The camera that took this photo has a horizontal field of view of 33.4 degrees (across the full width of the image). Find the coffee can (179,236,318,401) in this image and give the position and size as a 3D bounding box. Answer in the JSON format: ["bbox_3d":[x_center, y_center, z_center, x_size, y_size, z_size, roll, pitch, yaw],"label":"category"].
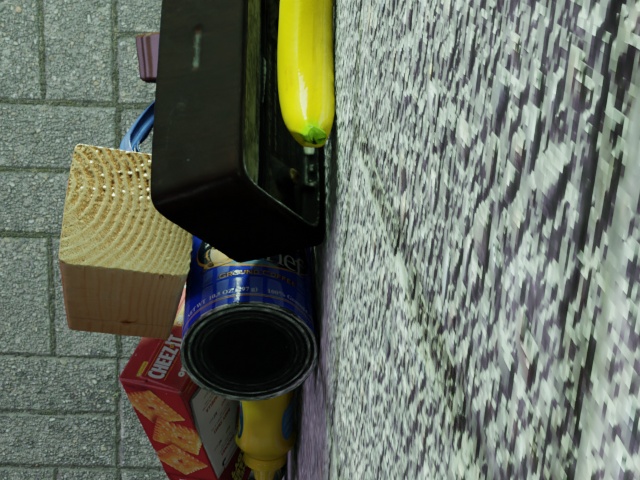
[{"bbox_3d":[-0.056,0.040,0.837,0.140,0.102,0.103,-94,7,-50],"label":"coffee can"}]

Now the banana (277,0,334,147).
[{"bbox_3d":[-0.005,-0.140,0.718,0.070,0.037,0.198,138,135,-59],"label":"banana"}]

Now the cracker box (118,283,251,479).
[{"bbox_3d":[-0.105,0.137,1.037,0.213,0.072,0.164,78,-151,-47],"label":"cracker box"}]

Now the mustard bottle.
[{"bbox_3d":[-0.049,0.140,0.991,0.096,0.058,0.192,-85,-2,-68],"label":"mustard bottle"}]

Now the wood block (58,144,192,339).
[{"bbox_3d":[-0.151,0.009,0.833,0.206,0.090,0.090,124,152,-69],"label":"wood block"}]
